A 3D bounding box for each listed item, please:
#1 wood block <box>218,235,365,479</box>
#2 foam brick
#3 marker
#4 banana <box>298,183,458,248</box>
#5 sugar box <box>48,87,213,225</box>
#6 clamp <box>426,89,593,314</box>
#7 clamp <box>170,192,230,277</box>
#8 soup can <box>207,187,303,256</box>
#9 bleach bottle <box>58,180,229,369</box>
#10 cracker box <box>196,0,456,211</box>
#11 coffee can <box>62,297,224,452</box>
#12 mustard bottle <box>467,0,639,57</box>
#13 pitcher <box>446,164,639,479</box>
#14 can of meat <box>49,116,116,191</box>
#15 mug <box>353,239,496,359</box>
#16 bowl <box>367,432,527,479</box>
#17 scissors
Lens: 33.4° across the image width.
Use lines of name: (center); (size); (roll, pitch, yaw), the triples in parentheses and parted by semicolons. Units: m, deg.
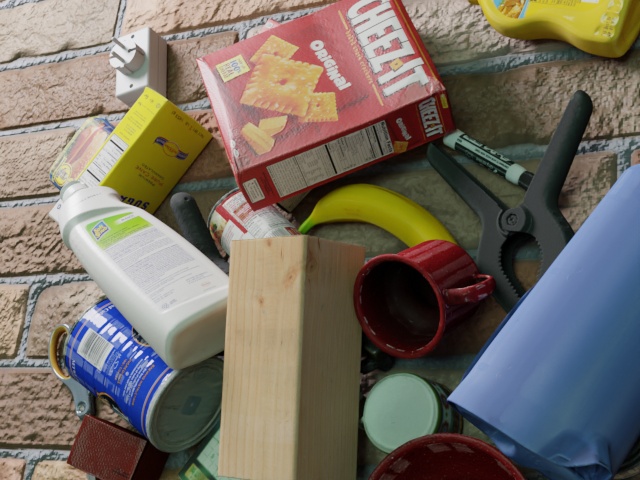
wood block: (-0.025, 0.105, 0.935); (0.090, 0.090, 0.206); (-4, 81, 39)
foam brick: (-0.200, 0.212, 1.054); (0.078, 0.051, 0.053); (18, 79, 24)
marker: (0.164, -0.072, 0.995); (0.121, 0.020, 0.020); (36, 89, 35)
banana: (0.066, -0.013, 1.019); (0.198, 0.037, 0.070); (19, 106, 37)
sugar box: (-0.204, -0.071, 1.160); (0.048, 0.093, 0.176); (35, 90, 35)
clamp: (0.183, -0.023, 0.936); (0.165, 0.036, 0.210); (-26, 65, 33)
clamp: (-0.109, 0.046, 1.074); (0.039, 0.120, 0.171); (-24, 67, -26)
soup can: (-0.057, 0.001, 1.060); (0.068, 0.068, 0.102); (-48, 55, 3)
bleach bottle: (-0.173, 0.015, 1.035); (0.102, 0.068, 0.251); (-25, 49, -29)
cracker box: (0.002, -0.144, 1.040); (0.213, 0.072, 0.164); (-22, 55, 3)
coffee can: (-0.170, 0.129, 1.049); (0.140, 0.102, 0.103); (29, 85, 35)
mustard bottle: (0.211, -0.234, 1.013); (0.192, 0.058, 0.096); (19, 79, 34)
pitcher: (0.210, 0.064, 0.813); (0.149, 0.145, 0.243); (33, 82, 23)
can of meat: (-0.250, -0.081, 1.213); (0.084, 0.057, 0.102); (37, 90, 38)
mug: (0.098, 0.045, 0.925); (0.117, 0.081, 0.093); (-12, 97, 40)
bowl: (0.110, 0.239, 0.866); (0.162, 0.055, 0.162); (-8, 73, 27)
scissors: (-0.236, 0.161, 1.125); (0.096, 0.016, 0.202); (-37, 57, 11)
